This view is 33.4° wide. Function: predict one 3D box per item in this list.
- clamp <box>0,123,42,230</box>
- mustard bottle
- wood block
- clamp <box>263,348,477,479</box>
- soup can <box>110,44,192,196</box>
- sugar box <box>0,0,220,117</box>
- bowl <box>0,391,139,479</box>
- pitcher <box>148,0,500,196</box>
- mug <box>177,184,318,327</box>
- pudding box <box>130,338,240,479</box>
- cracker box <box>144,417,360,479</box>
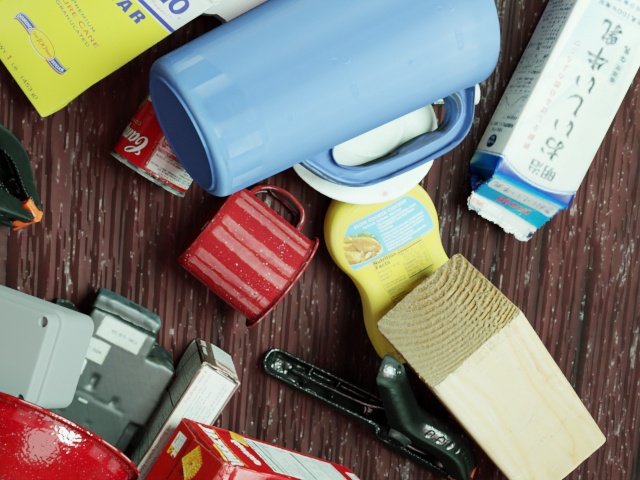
[{"bbox_3d":[-0.271,-0.086,0.819,0.171,0.039,0.120,54,42,-35],"label":"clamp"},{"bbox_3d":[0.057,0.002,0.901,0.096,0.058,0.191,-27,103,-7],"label":"mustard bottle"},{"bbox_3d":[0.143,0.118,0.877,0.090,0.091,0.206,-41,132,-2],"label":"wood block"},{"bbox_3d":[0.068,0.150,0.893,0.209,0.165,0.036,37,67,-22],"label":"clamp"},{"bbox_3d":[-0.111,-0.095,0.849,0.068,0.068,0.102,32,92,-14],"label":"soup can"},{"bbox_3d":[-0.165,-0.176,0.800,0.176,0.048,0.093,-28,105,25],"label":"sugar box"},{"bbox_3d":[-0.219,0.168,0.791,0.162,0.162,0.055,29,62,-14],"label":"bowl"},{"bbox_3d":[0.006,-0.121,0.792,0.242,0.145,0.149,-29,68,-18],"label":"pitcher"},{"bbox_3d":[-0.056,0.001,0.872,0.081,0.093,0.117,39,60,-9],"label":"mug"},{"bbox_3d":[-0.113,0.143,0.877,0.039,0.090,0.113,31,92,-13],"label":"pudding box"},{"bbox_3d":[-0.063,0.250,0.865,0.213,0.072,0.164,29,94,-46],"label":"cracker box"}]
